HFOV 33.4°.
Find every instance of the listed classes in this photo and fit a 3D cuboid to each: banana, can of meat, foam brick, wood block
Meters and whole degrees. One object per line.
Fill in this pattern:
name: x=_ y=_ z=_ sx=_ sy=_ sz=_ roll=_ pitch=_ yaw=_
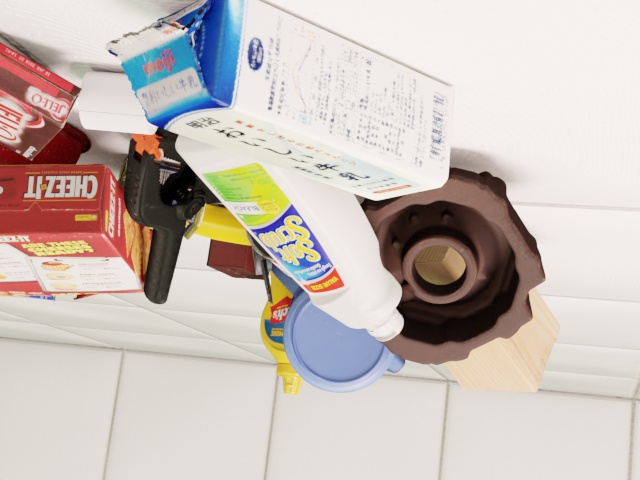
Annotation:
banana: x=-0.085 y=-0.021 z=1.178 sx=0.198 sy=0.037 sz=0.069 roll=5 pitch=151 yaw=4
can of meat: x=-0.161 y=-0.043 z=1.061 sx=0.084 sy=0.057 sz=0.102 roll=13 pitch=167 yaw=-13
foam brick: x=-0.099 y=0.016 z=1.317 sx=0.053 sy=0.051 sz=0.078 roll=2 pitch=168 yaw=23
wood block: x=0.147 y=0.055 z=1.060 sx=0.091 sy=0.090 sz=0.206 roll=-4 pitch=137 yaw=41

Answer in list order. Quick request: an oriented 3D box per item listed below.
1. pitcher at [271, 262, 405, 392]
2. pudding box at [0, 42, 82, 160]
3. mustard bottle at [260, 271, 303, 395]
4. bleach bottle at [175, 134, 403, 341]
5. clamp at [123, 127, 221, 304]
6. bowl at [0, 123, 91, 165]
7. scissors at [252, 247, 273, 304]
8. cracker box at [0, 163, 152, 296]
pitcher: x=0.016 y=0.080 z=1.102 sx=0.149 sy=0.145 sz=0.243 roll=0 pitch=180 yaw=3
pudding box: x=-0.234 y=-0.106 z=0.785 sx=0.090 sy=0.039 sz=0.114 roll=31 pitch=161 yaw=-19
mustard bottle: x=-0.023 y=0.086 z=1.261 sx=0.096 sy=0.191 sz=0.058 roll=2 pitch=168 yaw=23
bleach bottle: x=-0.002 y=-0.009 z=0.835 sx=0.103 sy=0.068 sz=0.250 roll=-4 pitch=135 yaw=42
clamp: x=-0.115 y=-0.044 z=0.955 sx=0.036 sy=0.164 sz=0.210 roll=39 pitch=161 yaw=26
bowl: x=-0.293 y=-0.077 z=0.972 sx=0.162 sy=0.055 sz=0.162 roll=6 pitch=168 yaw=1
scissors: x=-0.057 y=0.001 z=1.035 sx=0.016 sy=0.096 sz=0.202 roll=-4 pitch=-175 yaw=-6
cracker box: x=-0.251 y=-0.006 z=0.972 sx=0.164 sy=0.072 sz=0.214 roll=-1 pitch=164 yaw=2
